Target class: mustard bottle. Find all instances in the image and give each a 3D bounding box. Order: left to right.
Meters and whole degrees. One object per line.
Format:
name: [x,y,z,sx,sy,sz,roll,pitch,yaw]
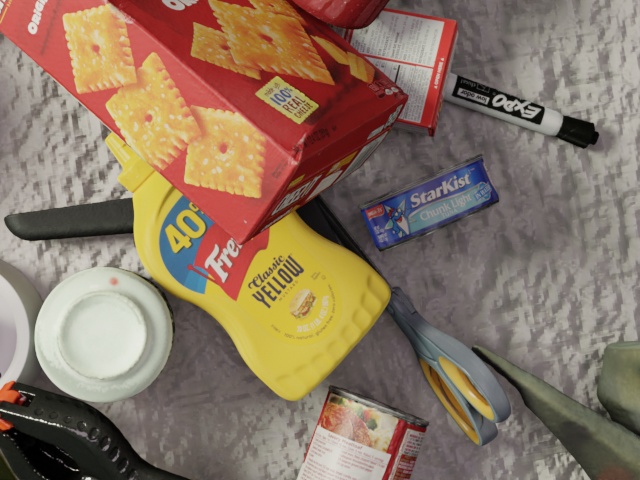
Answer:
mustard bottle: [-0.054,0.001,0.645,0.191,0.058,0.096,44,82,-9]

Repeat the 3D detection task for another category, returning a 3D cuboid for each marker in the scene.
marker: [0.131,-0.088,0.724,0.121,0.020,0.020,19,85,-5]

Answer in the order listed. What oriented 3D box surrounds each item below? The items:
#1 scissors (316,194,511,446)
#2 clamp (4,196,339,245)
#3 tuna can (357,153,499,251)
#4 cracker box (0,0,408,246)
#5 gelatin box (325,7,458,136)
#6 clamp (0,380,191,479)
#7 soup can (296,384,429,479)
scissors: [0.059,0.045,0.675,0.016,0.096,0.202,-34,93,-17]
clamp: [-0.076,-0.043,0.691,0.210,0.036,0.164,22,85,-6]
tuna can: [0.069,-0.024,0.680,0.086,0.086,0.034,-23,91,-7]
cracker box: [-0.069,-0.112,0.616,0.214,0.164,0.072,42,122,7]
gelatin box: [0.040,-0.114,0.702,0.089,0.030,0.073,13,85,11]
clamp: [-0.120,0.143,0.633,0.120,0.039,0.171,-34,109,27]
soup can: [0.020,0.151,0.673,0.068,0.068,0.102,21,85,-4]
